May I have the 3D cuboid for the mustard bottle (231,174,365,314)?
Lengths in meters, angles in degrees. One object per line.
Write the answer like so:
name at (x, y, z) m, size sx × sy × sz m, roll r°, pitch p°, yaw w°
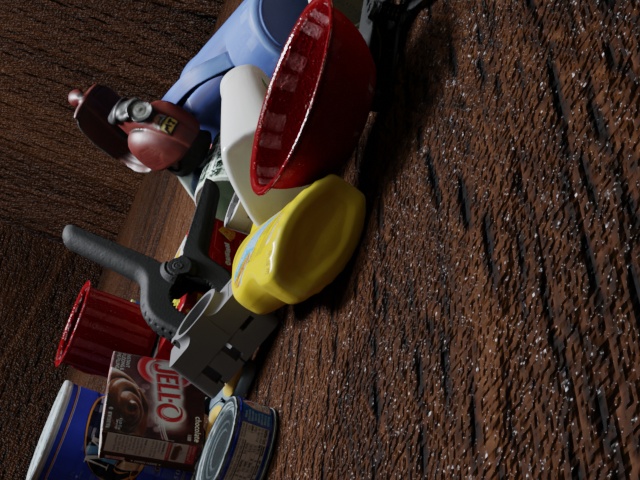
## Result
mustard bottle at (-0.028, 0.012, 0.843) m, size 0.096 × 0.058 × 0.192 m, roll -61°, pitch 11°, yaw -17°

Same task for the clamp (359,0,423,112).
clamp at (0.061, -0.192, 0.866) m, size 0.120 × 0.039 × 0.171 m, roll -58°, pitch 20°, yaw 33°

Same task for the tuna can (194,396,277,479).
tuna can at (-0.065, 0.161, 0.802) m, size 0.086 × 0.033 × 0.086 m, roll -158°, pitch 90°, yaw -77°

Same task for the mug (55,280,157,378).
mug at (-0.222, 0.105, 1.102) m, size 0.117 × 0.081 × 0.093 m, roll -54°, pitch 22°, yaw 40°

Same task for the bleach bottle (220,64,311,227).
bleach bottle at (-0.056, -0.104, 1.018) m, size 0.068 × 0.102 × 0.251 m, roll -26°, pitch 25°, yaw 5°

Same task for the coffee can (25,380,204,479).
coffee can at (-0.195, 0.205, 1.015) m, size 0.103 × 0.140 × 0.103 m, roll -158°, pitch 90°, yaw -77°

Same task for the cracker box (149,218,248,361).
cracker box at (-0.149, 0.103, 1.152) m, size 0.214 × 0.072 × 0.164 m, roll -58°, pitch 18°, yaw 32°

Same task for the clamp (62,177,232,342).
clamp at (-0.147, 0.034, 1.019) m, size 0.036 × 0.164 × 0.210 m, roll 94°, pitch 155°, yaw -51°

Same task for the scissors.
scissors at (-0.091, 0.138, 0.987) m, size 0.096 × 0.016 × 0.202 m, roll -65°, pitch 13°, yaw 4°

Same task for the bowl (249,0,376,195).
bowl at (-0.001, -0.104, 0.818) m, size 0.162 × 0.055 × 0.162 m, roll -163°, pitch 90°, yaw -74°

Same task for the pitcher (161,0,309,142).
pitcher at (-0.077, -0.199, 1.212) m, size 0.243 × 0.145 × 0.149 m, roll -34°, pitch 33°, yaw 63°

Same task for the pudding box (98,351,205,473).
pudding box at (-0.152, 0.154, 0.970) m, size 0.113 × 0.090 × 0.039 m, roll -96°, pitch 20°, yaw -55°
